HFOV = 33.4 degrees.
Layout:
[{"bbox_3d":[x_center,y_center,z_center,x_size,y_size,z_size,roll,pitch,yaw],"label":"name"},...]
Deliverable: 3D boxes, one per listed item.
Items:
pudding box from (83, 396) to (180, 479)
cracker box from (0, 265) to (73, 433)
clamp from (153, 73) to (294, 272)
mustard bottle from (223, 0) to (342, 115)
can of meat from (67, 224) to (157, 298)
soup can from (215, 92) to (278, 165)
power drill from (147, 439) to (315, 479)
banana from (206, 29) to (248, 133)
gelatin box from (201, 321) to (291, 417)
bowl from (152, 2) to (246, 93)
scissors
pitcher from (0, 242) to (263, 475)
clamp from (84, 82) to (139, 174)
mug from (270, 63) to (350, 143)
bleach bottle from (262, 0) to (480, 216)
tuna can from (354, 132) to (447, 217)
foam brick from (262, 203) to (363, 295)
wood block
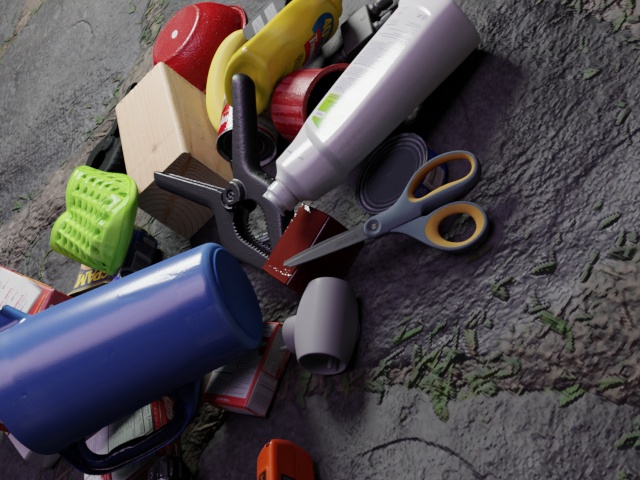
[{"bbox_3d":[-0.193,0.218,1.081,0.114,0.039,0.090,-38,39,20],"label":"pudding box"},{"bbox_3d":[-0.367,0.122,1.248,0.214,0.072,0.164,13,76,51],"label":"cracker box"},{"bbox_3d":[-0.078,-0.055,1.087,0.210,0.036,0.165,51,119,27],"label":"clamp"},{"bbox_3d":[-0.030,-0.221,1.170,0.191,0.058,0.096,-52,-10,-35],"label":"mustard bottle"},{"bbox_3d":[-0.245,0.035,1.270,0.102,0.057,0.084,-18,48,41],"label":"can of meat"},{"bbox_3d":[-0.078,-0.143,1.207,0.069,0.068,0.102,-25,45,35],"label":"soup can"},{"bbox_3d":[-0.086,0.243,0.923,0.188,0.057,0.184,-35,44,30],"label":"power drill"},{"bbox_3d":[-0.111,-0.194,1.311,0.070,0.037,0.197,-22,47,39],"label":"banana"},{"bbox_3d":[-0.067,0.120,1.019,0.073,0.030,0.089,-2,60,50],"label":"gelatin box"},{"bbox_3d":[-0.173,-0.261,1.421,0.162,0.055,0.162,-30,42,32],"label":"bowl"},{"bbox_3d":[0.064,0.000,0.934,0.202,0.016,0.096,-37,64,16],"label":"scissors"},{"bbox_3d":[-0.176,0.107,1.001,0.243,0.149,0.145,-25,50,13],"label":"pitcher"},{"bbox_3d":[-0.268,-0.128,1.441,0.171,0.039,0.120,-61,31,3],"label":"clamp"},{"bbox_3d":[0.010,-0.141,1.096,0.117,0.093,0.082,-37,25,-20],"label":"mug"},{"bbox_3d":[0.037,-0.125,1.019,0.251,0.068,0.103,-47,27,-6],"label":"bleach bottle"},{"bbox_3d":[0.075,-0.055,0.989,0.086,0.033,0.086,-30,43,32],"label":"tuna can"},{"bbox_3d":[-0.007,0.014,1.014,0.051,0.053,0.078,25,82,54],"label":"foam brick"},{"bbox_3d":[-0.176,-0.112,1.277,0.091,0.090,0.206,-42,38,17],"label":"wood block"}]
